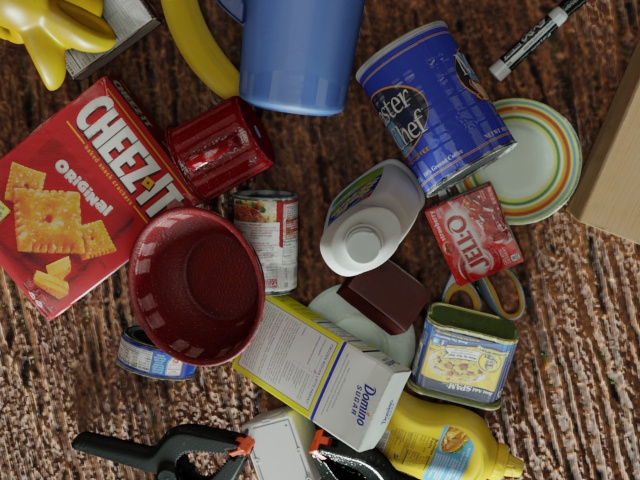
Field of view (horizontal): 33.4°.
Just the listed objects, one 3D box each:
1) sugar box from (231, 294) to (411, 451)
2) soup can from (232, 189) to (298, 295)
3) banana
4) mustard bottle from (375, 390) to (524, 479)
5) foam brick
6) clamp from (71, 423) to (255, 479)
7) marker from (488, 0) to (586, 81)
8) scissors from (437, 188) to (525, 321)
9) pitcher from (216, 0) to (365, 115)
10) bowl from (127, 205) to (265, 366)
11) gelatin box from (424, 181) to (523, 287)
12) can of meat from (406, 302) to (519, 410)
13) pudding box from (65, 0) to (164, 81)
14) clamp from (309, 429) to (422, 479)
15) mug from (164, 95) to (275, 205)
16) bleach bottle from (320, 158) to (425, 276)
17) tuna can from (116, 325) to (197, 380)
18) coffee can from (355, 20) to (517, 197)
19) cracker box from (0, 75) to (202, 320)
[{"bbox_3d":[-0.001,0.132,1.100,0.176,0.048,0.093,29,102,27],"label":"sugar box"},{"bbox_3d":[-0.057,0.001,1.109,0.068,0.068,0.102,1,100,4],"label":"soup can"},{"bbox_3d":[-0.123,-0.227,1.092,0.069,0.037,0.198,-13,98,6],"label":"banana"},{"bbox_3d":[0.122,0.215,1.133,0.191,0.058,0.096,17,119,1],"label":"mustard bottle"},{"bbox_3d":[0.066,0.055,1.110,0.078,0.051,0.053,38,74,-2],"label":"foam brick"},{"bbox_3d":[-0.155,0.261,1.153,0.210,0.036,0.164,-19,101,25],"label":"clamp"},{"bbox_3d":[0.221,-0.209,1.079,0.121,0.020,0.020,-43,94,9],"label":"marker"},{"bbox_3d":[0.136,0.012,1.123,0.096,0.016,0.202,-38,95,9],"label":"scissors"},{"bbox_3d":[-0.024,-0.250,1.038,0.149,0.144,0.243,18,106,38],"label":"pitcher"},{"bbox_3d":[-0.114,0.042,1.073,0.162,0.055,0.162,5,101,26],"label":"bowl"},{"bbox_3d":[0.157,-0.006,1.092,0.073,0.030,0.089,-22,97,11],"label":"gelatin box"},{"bbox_3d":[0.148,0.119,1.109,0.102,0.057,0.084,13,115,2],"label":"can of meat"},{"bbox_3d":[-0.233,-0.232,1.099,0.113,0.039,0.090,-33,95,10],"label":"pudding box"},{"bbox_3d":[0.066,0.252,1.114,0.120,0.039,0.171,-30,120,33],"label":"clamp"},{"bbox_3d":[-0.100,-0.092,1.069,0.081,0.117,0.093,-27,93,11],"label":"mug"},{"bbox_3d":[0.050,-0.019,1.005,0.102,0.250,0.068,-36,95,8],"label":"bleach bottle"},{"bbox_3d":[-0.170,0.118,1.127,0.086,0.086,0.034,13,98,2],"label":"tuna can"},{"bbox_3d":[0.113,-0.128,1.045,0.103,0.102,0.140,-31,84,8],"label":"coffee can"},{"bbox_3d":[-0.249,-0.044,1.114,0.214,0.072,0.164,-37,95,8],"label":"cracker box"}]
